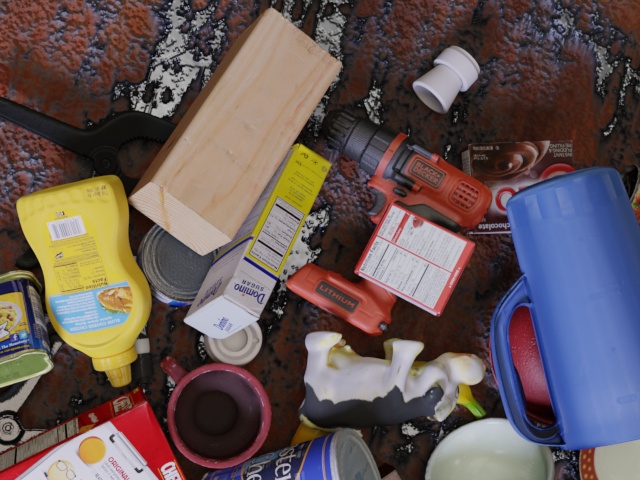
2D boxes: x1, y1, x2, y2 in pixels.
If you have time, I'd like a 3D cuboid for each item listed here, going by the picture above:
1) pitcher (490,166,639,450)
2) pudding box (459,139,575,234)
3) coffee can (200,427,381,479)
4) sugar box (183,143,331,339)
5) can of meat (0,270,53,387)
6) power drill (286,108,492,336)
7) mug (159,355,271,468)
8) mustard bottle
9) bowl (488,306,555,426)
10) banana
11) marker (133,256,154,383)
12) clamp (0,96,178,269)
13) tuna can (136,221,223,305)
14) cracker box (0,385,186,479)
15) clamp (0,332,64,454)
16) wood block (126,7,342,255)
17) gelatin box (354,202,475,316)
[{"bbox_3d":[0.241,0.064,0.969,0.148,0.145,0.243,-8,79,-44],"label":"pitcher"},{"bbox_3d":[0.200,-0.053,1.073,0.113,0.039,0.090,-3,85,-8],"label":"pudding box"},{"bbox_3d":[-0.025,0.236,0.952,0.140,0.102,0.103,-21,87,18],"label":"coffee can"},{"bbox_3d":[-0.056,0.001,0.976,0.048,0.093,0.176,31,61,-17],"label":"sugar box"},{"bbox_3d":[-0.297,0.085,0.962,0.102,0.057,0.084,-17,63,-4],"label":"can of meat"},{"bbox_3d":[0.046,-0.017,1.028,0.184,0.057,0.187,31,86,12],"label":"power drill"},{"bbox_3d":[-0.104,0.151,0.987,0.117,0.081,0.093,42,80,-2],"label":"mug"},{"bbox_3d":[-0.206,0.042,0.974,0.096,0.058,0.191,-12,99,11],"label":"mustard bottle"},{"bbox_3d":[0.251,0.107,1.055,0.162,0.055,0.162,1,84,-8],"label":"bowl"},{"bbox_3d":[0.062,0.156,1.031,0.197,0.037,0.069,-10,78,-8],"label":"banana"},{"bbox_3d":[-0.174,0.076,1.017,0.020,0.020,0.121,-7,85,-9],"label":"marker"},{"bbox_3d":[-0.213,-0.080,1.017,0.209,0.036,0.164,-19,95,-11],"label":"clamp"},{"bbox_3d":[-0.131,0.019,1.013,0.086,0.034,0.086,4,79,-20],"label":"tuna can"},{"bbox_3d":[-0.221,0.252,0.952,0.213,0.072,0.164,-26,103,-11],"label":"cracker box"},{"bbox_3d":[-0.277,0.177,0.983,0.171,0.039,0.120,-34,86,-11],"label":"clamp"},{"bbox_3d":[-0.079,-0.100,0.987,0.090,0.091,0.206,37,68,-14],"label":"wood block"},{"bbox_3d":[0.086,0.017,0.977,0.089,0.030,0.073,27,84,7],"label":"gelatin box"}]
